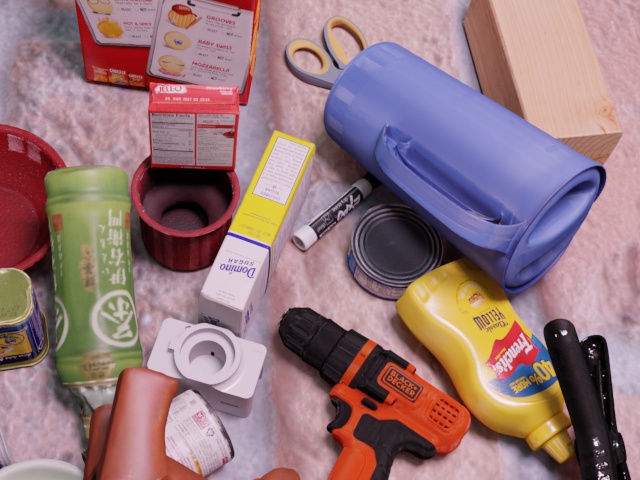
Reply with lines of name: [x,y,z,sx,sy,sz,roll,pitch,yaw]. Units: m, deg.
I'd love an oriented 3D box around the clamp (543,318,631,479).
clamp: [0.223,0.163,0.860,0.036,0.164,0.210,-15,68,23]

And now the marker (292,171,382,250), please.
marker: [0.022,-0.034,1.002,0.020,0.020,0.121,42,65,16]

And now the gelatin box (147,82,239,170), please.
gelatin box: [-0.105,-0.094,0.884,0.073,0.089,0.030,1,61,-6]

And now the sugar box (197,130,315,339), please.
sugar box: [-0.056,0.001,0.931,0.048,0.093,0.176,22,61,6]

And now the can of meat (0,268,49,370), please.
can of meat: [-0.280,0.067,0.874,0.102,0.084,0.057,-8,63,-11]

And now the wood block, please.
wood block: [0.215,-0.164,1.056,0.090,0.090,0.206,-6,63,-10]

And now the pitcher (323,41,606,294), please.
pitcher: [0.113,-0.072,0.939,0.145,0.149,0.243,-45,63,-12]

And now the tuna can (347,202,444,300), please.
tuna can: [0.068,0.011,0.974,0.086,0.034,0.086,3,61,-5]

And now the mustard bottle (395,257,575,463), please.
mustard bottle: [0.153,0.107,0.915,0.096,0.058,0.192,-19,65,-38]

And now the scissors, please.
scissors: [0.025,-0.141,1.064,0.096,0.016,0.202,-10,63,-10]

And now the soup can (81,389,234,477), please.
soup can: [-0.128,0.171,0.844,0.102,0.068,0.068,-29,68,-21]

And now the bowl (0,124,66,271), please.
bowl: [-0.296,-0.023,0.938,0.162,0.055,0.162,3,61,-5]

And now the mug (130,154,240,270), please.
mug: [-0.118,-0.035,0.950,0.093,0.081,0.117,5,61,-4]

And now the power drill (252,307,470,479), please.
power drill: [0.007,0.161,0.870,0.184,0.057,0.187,32,63,11]

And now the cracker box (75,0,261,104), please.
cracker box: [-0.136,-0.222,0.975,0.164,0.214,0.072,9,61,-2]
